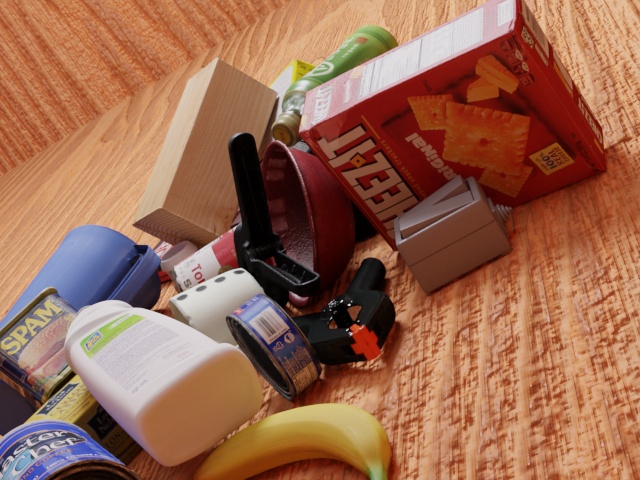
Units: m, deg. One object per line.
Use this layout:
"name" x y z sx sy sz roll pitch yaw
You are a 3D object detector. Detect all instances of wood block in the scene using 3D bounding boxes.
"wood block" -0.136 -0.098 1.268 0.090 0.090 0.206 -22 46 56

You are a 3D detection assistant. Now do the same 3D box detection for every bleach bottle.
"bleach bottle" -0.147 0.097 0.886 0.102 0.068 0.251 -33 27 -18

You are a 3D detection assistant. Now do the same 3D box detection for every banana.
"banana" -0.016 0.146 0.750 0.198 0.037 0.069 -13 27 47

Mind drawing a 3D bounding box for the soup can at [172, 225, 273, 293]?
"soup can" -0.097 0.029 1.131 0.102 0.068 0.068 -32 18 4

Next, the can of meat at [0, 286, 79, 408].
"can of meat" -0.263 0.109 1.043 0.102 0.084 0.057 -47 -20 -30

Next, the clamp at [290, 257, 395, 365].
"clamp" 0.011 0.071 0.896 0.120 0.039 0.171 -38 11 6

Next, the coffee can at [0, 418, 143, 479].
"coffee can" -0.194 0.200 0.807 0.102 0.102 0.141 -40 20 -20

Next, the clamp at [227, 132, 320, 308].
"clamp" -0.057 0.001 1.011 0.036 0.164 0.210 -19 -13 -16

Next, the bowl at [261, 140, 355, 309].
"bowl" -0.008 -0.019 1.017 0.055 0.162 0.162 -9 12 -17

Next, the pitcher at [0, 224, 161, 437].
"pitcher" -0.279 0.098 1.173 0.145 0.149 0.242 18 42 11

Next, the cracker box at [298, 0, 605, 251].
"cracker box" 0.114 -0.095 0.926 0.214 0.164 0.072 -23 35 28

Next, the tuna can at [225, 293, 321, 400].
"tuna can" -0.037 0.085 0.861 0.033 0.086 0.086 -37 18 -16

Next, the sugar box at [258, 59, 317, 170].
"sugar box" -0.040 -0.121 1.291 0.093 0.048 0.176 -36 45 55
